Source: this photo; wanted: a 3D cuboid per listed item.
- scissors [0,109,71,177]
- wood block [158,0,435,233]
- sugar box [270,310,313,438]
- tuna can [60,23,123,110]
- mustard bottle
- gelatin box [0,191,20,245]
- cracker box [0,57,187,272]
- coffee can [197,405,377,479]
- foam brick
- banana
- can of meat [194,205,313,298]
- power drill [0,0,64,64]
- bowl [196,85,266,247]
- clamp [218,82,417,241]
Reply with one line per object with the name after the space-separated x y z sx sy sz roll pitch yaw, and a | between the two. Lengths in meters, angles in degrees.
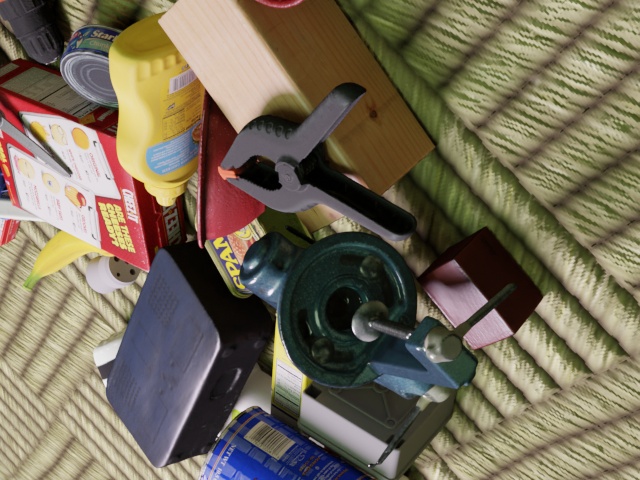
-0.342 -0.119 1.069 0.096 0.016 0.201 -33 101 33 | scissors
-0.018 -0.122 0.831 0.206 0.090 0.090 54 142 -7 | wood block
-0.004 0.108 1.014 0.048 0.093 0.176 27 138 25 | sugar box
-0.197 -0.159 0.991 0.086 0.033 0.086 14 152 7 | tuna can
-0.140 -0.107 0.958 0.058 0.096 0.192 32 140 25 | mustard bottle
-0.413 -0.046 1.331 0.089 0.030 0.073 43 141 7 | gelatin box
-0.244 -0.082 1.103 0.214 0.072 0.164 22 136 29 | cracker box
-0.028 0.232 0.985 0.140 0.102 0.103 28 138 22 | coffee can
0.129 0.039 0.858 0.078 0.052 0.051 51 142 -2 | foam brick
-0.273 0.009 1.216 0.037 0.069 0.198 26 149 -34 | banana
-0.057 0.001 1.004 0.084 0.057 0.102 -8 116 45 | can of meat
-0.252 -0.254 0.973 0.188 0.057 0.184 -1 124 44 | power drill
-0.071 -0.072 0.909 0.055 0.162 0.162 3 134 -2 | bowl
-0.005 -0.047 0.778 0.172 0.039 0.120 -5 114 52 | clamp
